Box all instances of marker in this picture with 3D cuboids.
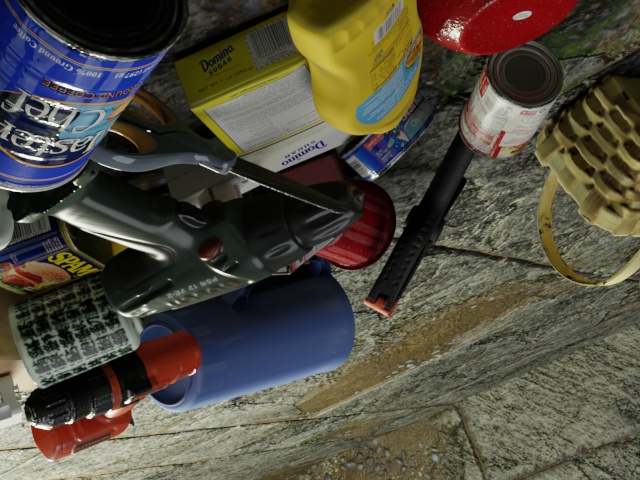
[{"bbox_3d":[-0.068,-0.029,1.042,0.020,0.020,0.121,-12,160,-24],"label":"marker"}]

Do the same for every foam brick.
[{"bbox_3d":[-0.005,-0.053,0.929,0.051,0.053,0.078,-21,-163,5],"label":"foam brick"}]

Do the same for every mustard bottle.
[{"bbox_3d":[0.031,-0.126,0.728,0.096,0.058,0.191,-55,159,-14],"label":"mustard bottle"}]

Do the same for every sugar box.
[{"bbox_3d":[-0.036,-0.105,0.811,0.093,0.048,0.176,-22,166,6],"label":"sugar box"}]

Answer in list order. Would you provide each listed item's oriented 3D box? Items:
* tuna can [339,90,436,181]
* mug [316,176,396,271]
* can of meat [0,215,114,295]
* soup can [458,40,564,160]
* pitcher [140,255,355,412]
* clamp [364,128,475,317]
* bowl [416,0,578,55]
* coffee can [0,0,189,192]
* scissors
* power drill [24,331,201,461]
[{"bbox_3d":[0.057,-0.090,0.898,0.086,0.033,0.086,-46,-172,8],"label":"tuna can"},{"bbox_3d":[0.005,-0.023,1.044,0.117,0.093,0.081,3,171,32],"label":"mug"},{"bbox_3d":[-0.234,0.004,0.903,0.084,0.057,0.102,-20,163,6],"label":"can of meat"},{"bbox_3d":[0.165,-0.122,0.935,0.068,0.068,0.102,-16,162,-13],"label":"soup can"},{"bbox_3d":[-0.082,0.101,1.195,0.145,0.149,0.242,-24,172,42],"label":"pitcher"},{"bbox_3d":[0.106,-0.023,1.050,0.209,0.036,0.165,-58,170,-24],"label":"clamp"},{"bbox_3d":[0.130,-0.179,0.752,0.162,0.055,0.162,-18,162,-6],"label":"bowl"},{"bbox_3d":[-0.149,-0.104,0.593,0.102,0.103,0.141,-6,157,-38],"label":"coffee can"},{"bbox_3d":[-0.080,-0.049,0.713,0.016,0.201,0.096,-58,-178,36],"label":"scissors"},{"bbox_3d":[-0.225,0.162,1.059,0.184,0.057,0.188,-17,166,-37],"label":"power drill"}]
